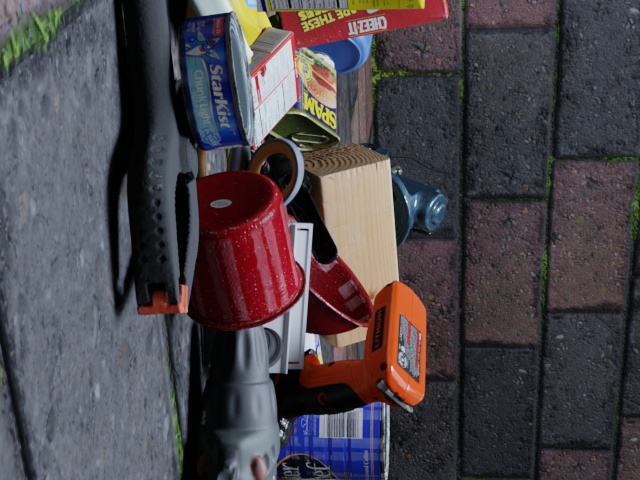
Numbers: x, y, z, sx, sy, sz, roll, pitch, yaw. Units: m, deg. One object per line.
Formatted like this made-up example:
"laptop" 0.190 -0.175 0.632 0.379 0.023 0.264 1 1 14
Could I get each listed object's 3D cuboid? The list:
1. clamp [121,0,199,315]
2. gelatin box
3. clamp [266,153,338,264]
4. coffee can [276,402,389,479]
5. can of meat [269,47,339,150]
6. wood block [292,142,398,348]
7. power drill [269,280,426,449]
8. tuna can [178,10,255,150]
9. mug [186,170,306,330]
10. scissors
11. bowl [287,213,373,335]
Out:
"clamp" -0.098 -0.059 0.658 0.164 0.036 0.210 75 13 -62
"gelatin box" -0.054 -0.136 0.954 0.089 0.030 0.073 -52 150 -37
"clamp" -0.031 -0.062 1.092 0.171 0.039 0.120 -120 -171 -52
"coffee can" -0.006 0.177 1.019 0.102 0.140 0.103 0 90 -83
"can of meat" -0.022 -0.153 1.141 0.102 0.058 0.084 26 58 -56
"wood block" 0.028 0.004 1.215 0.090 0.090 0.206 34 -46 58
"power drill" 0.001 0.100 0.930 0.057 0.188 0.184 40 40 -37
"tuna can" -0.065 -0.100 0.676 0.086 0.034 0.086 -7 90 -86
"mug" -0.066 -0.002 0.769 0.117 0.093 0.081 -124 -161 -52
"scissors" -0.055 0.003 0.829 0.016 0.096 0.202 -27 115 -68
"bowl" -0.018 0.043 1.082 0.162 0.055 0.162 42 15 -14
